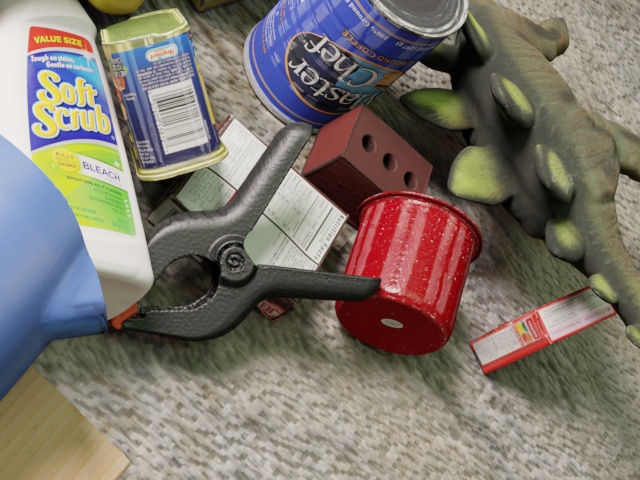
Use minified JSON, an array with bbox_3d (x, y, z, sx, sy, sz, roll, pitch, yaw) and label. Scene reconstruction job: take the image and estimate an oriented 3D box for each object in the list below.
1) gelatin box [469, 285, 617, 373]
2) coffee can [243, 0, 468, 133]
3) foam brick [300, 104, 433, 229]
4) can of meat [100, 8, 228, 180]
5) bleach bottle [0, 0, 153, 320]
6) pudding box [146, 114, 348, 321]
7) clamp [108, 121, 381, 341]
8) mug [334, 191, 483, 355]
[{"bbox_3d":[0.168,0.065,0.805,0.089,0.073,0.030,-17,78,-40],"label":"gelatin box"},{"bbox_3d":[0.023,-0.154,0.768,0.102,0.141,0.103,16,58,-29],"label":"coffee can"},{"bbox_3d":[0.034,-0.049,0.775,0.078,0.051,0.053,38,53,-24],"label":"foam brick"},{"bbox_3d":[-0.099,-0.092,0.658,0.057,0.102,0.084,-16,111,-8],"label":"can of meat"},{"bbox_3d":[-0.169,-0.077,0.631,0.102,0.068,0.251,14,50,-46],"label":"bleach bottle"},{"bbox_3d":[-0.046,-0.015,0.717,0.113,0.039,0.090,42,50,-13],"label":"pudding box"},{"bbox_3d":[-0.054,0.001,0.657,0.171,0.039,0.120,-17,89,-18],"label":"clamp"},{"bbox_3d":[0.064,0.033,0.745,0.117,0.093,0.081,53,46,-42],"label":"mug"}]
